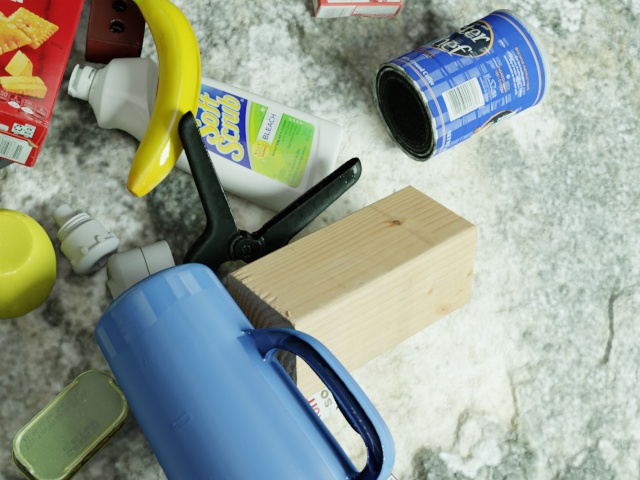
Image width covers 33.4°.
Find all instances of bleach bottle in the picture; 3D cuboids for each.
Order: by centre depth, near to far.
[{"bbox_3d":[-0.111,-0.100,0.985,0.250,0.068,0.102,19,72,-5],"label":"bleach bottle"}]

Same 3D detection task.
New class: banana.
[{"bbox_3d":[-0.139,-0.135,0.941,0.070,0.037,0.198,-7,76,9],"label":"banana"}]

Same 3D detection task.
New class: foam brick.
[{"bbox_3d":[-0.190,-0.209,1.000,0.053,0.051,0.078,7,73,-12],"label":"foam brick"}]

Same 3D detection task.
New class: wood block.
[{"bbox_3d":[0.030,0.042,0.924,0.205,0.090,0.091,-26,45,-31],"label":"wood block"}]

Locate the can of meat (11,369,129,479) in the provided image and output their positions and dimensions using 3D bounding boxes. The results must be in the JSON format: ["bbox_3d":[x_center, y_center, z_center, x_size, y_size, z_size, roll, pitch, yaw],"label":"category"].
[{"bbox_3d":[-0.205,0.155,0.879,0.057,0.084,0.102,45,70,1],"label":"can of meat"}]

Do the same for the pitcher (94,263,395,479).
[{"bbox_3d":[-0.063,0.134,0.817,0.149,0.145,0.243,-27,71,-23],"label":"pitcher"}]

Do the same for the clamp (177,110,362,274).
[{"bbox_3d":[-0.056,0.001,0.937,0.164,0.036,0.210,8,101,-11],"label":"clamp"}]

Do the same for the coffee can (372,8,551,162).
[{"bbox_3d":[0.136,-0.151,1.035,0.140,0.103,0.103,-28,83,-19],"label":"coffee can"}]

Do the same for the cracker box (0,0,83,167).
[{"bbox_3d":[-0.296,-0.187,0.917,0.164,0.072,0.213,19,55,-19],"label":"cracker box"}]

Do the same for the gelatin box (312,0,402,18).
[{"bbox_3d":[0.034,-0.264,1.080,0.089,0.030,0.073,-4,75,-15],"label":"gelatin box"}]
